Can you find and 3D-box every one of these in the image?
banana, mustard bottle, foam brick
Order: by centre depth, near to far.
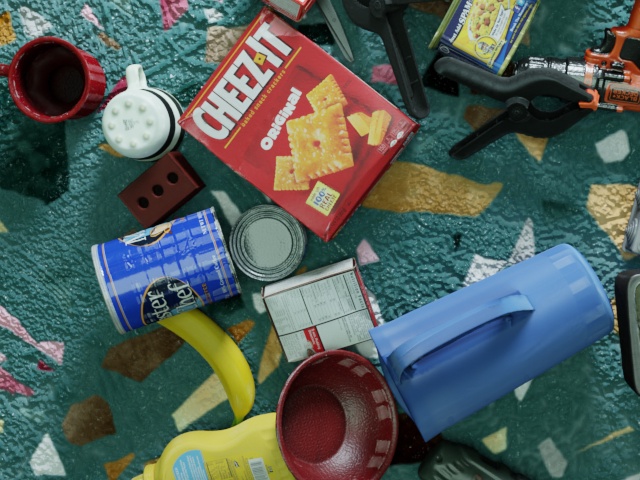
[{"bbox_3d":[-0.178,-0.057,1.205,0.078,0.051,0.053,-39,90,8],"label":"foam brick"},{"bbox_3d":[-0.125,0.262,1.222,0.192,0.058,0.096,-14,111,8],"label":"mustard bottle"},{"bbox_3d":[-0.133,0.128,1.223,0.070,0.037,0.198,-36,90,8],"label":"banana"}]

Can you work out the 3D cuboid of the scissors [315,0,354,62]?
[{"bbox_3d":[-0.028,-0.288,1.187,0.096,0.016,0.202,-10,94,9],"label":"scissors"}]

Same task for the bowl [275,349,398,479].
[{"bbox_3d":[0.007,0.203,1.181,0.161,0.055,0.162,7,78,-32],"label":"bowl"}]

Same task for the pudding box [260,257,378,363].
[{"bbox_3d":[0.000,0.079,1.194,0.113,0.039,0.090,-18,107,6],"label":"pudding box"}]

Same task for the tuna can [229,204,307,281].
[{"bbox_3d":[-0.058,0.001,1.205,0.086,0.033,0.086,1,95,6],"label":"tuna can"}]

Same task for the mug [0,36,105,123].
[{"bbox_3d":[-0.301,-0.179,1.194,0.117,0.081,0.093,10,96,5],"label":"mug"}]

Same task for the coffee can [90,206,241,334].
[{"bbox_3d":[-0.168,0.033,1.173,0.140,0.103,0.103,-18,93,-5],"label":"coffee can"}]

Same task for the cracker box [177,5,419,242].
[{"bbox_3d":[-0.023,-0.127,1.171,0.214,0.072,0.164,38,97,3],"label":"cracker box"}]

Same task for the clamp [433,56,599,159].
[{"bbox_3d":[0.201,-0.151,1.124,0.172,0.039,0.120,-11,127,22],"label":"clamp"}]

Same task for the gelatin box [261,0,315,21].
[{"bbox_3d":[-0.041,-0.284,1.146,0.089,0.030,0.073,30,56,4],"label":"gelatin box"}]

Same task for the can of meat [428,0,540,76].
[{"bbox_3d":[0.177,-0.233,1.147,0.084,0.057,0.102,28,98,1],"label":"can of meat"}]

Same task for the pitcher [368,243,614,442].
[{"bbox_3d":[0.180,0.099,1.126,0.243,0.149,0.145,-28,111,1],"label":"pitcher"}]

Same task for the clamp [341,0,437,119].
[{"bbox_3d":[0.079,-0.254,1.118,0.210,0.036,0.165,55,141,24],"label":"clamp"}]
